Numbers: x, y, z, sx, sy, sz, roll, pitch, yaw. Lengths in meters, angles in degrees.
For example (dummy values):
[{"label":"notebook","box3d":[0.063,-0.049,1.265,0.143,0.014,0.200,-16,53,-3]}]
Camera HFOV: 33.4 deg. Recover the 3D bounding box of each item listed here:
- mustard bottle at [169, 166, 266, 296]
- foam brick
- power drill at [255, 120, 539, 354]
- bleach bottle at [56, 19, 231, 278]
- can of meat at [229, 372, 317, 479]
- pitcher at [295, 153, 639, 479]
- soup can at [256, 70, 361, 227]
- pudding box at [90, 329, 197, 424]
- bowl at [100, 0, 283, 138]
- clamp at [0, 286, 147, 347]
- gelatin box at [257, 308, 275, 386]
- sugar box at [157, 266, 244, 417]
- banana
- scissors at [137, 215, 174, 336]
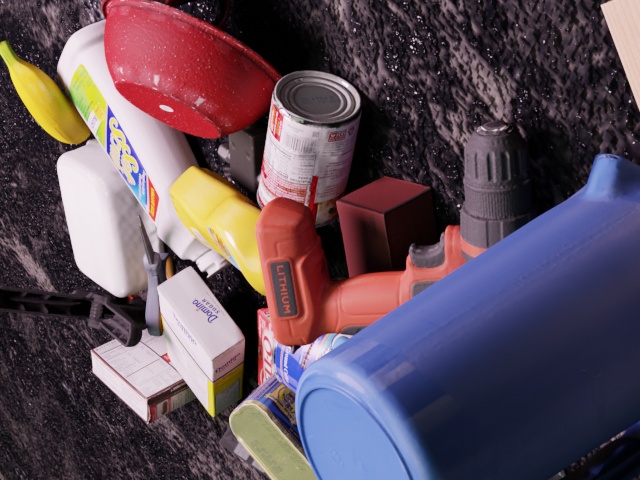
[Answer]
[{"label":"mustard bottle","box3d":[-0.055,0.001,0.879,0.096,0.058,0.192,49,172,-32]},{"label":"foam brick","box3d":[0.052,0.001,0.786,0.053,0.051,0.078,19,126,47]},{"label":"power drill","box3d":[0.054,0.010,0.714,0.188,0.057,0.184,2,115,20]},{"label":"bleach bottle","box3d":[-0.157,-0.080,1.012,0.251,0.068,0.103,58,149,5]},{"label":"can of meat","box3d":[-0.016,0.155,0.895,0.102,0.083,0.058,48,132,2]},{"label":"pitcher","box3d":[0.112,0.073,0.578,0.149,0.242,0.145,52,147,20]},{"label":"soup can","box3d":[-0.009,-0.068,0.809,0.069,0.068,0.102,43,141,29]},{"label":"pudding box","box3d":[-0.185,0.142,1.175,0.114,0.089,0.039,31,135,39]},{"label":"bowl","box3d":[-0.108,-0.125,0.834,0.162,0.055,0.162,23,169,4]},{"label":"clamp","box3d":[-0.248,0.073,1.142,0.164,0.210,0.036,15,92,4]},{"label":"gelatin box","box3d":[-0.032,0.115,0.981,0.073,0.030,0.089,46,142,50]},{"label":"sugar box","box3d":[-0.116,0.104,1.060,0.093,0.048,0.176,51,158,17]},{"label":"banana","box3d":[-0.264,-0.134,1.075,0.198,0.037,0.069,67,-178,-72]},{"label":"scissors","box3d":[-0.166,0.041,1.045,0.202,0.016,0.096,87,-172,-80]}]
